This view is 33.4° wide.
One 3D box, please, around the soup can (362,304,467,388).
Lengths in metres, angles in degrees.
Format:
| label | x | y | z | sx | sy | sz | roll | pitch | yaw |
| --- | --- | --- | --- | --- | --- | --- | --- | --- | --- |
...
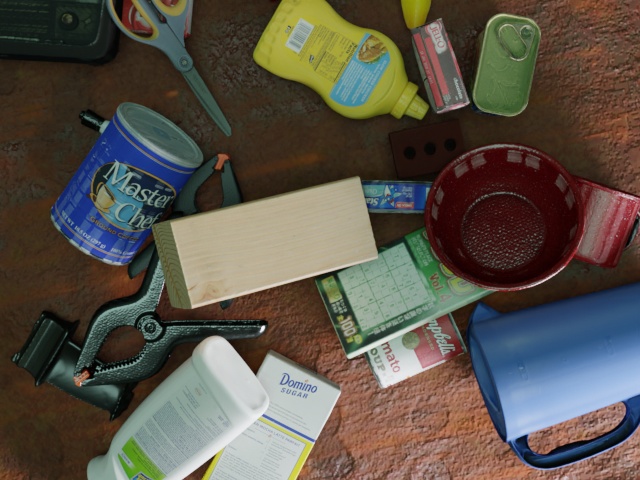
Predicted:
| label | x | y | z | sx | sy | sz | roll | pitch | yaw |
| --- | --- | --- | --- | --- | --- | --- | --- | --- | --- |
| soup can | 0.099 | 0.110 | 1.158 | 0.102 | 0.068 | 0.068 | -24 | 93 | 4 |

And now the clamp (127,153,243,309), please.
| label | x | y | z | sx | sy | sz | roll | pitch | yaw |
| --- | --- | --- | --- | --- | --- | --- | --- | --- | --- |
| clamp | -0.142 | -0.016 | 1.169 | 0.120 | 0.039 | 0.171 | 10 | 95 | -9 |

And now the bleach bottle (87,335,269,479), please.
| label | x | y | z | sx | sy | sz | roll | pitch | yaw |
| --- | --- | --- | --- | --- | --- | --- | --- | --- | --- |
| bleach bottle | -0.176 | 0.213 | 1.152 | 0.251 | 0.068 | 0.102 | -39 | 88 | 22 |

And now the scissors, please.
| label | x | y | z | sx | sy | sz | roll | pitch | yaw |
| --- | --- | --- | --- | --- | --- | --- | --- | --- | --- |
| scissors | -0.140 | -0.210 | 1.141 | 0.201 | 0.016 | 0.096 | 41 | 83 | -26 |

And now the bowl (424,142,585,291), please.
| label | x | y | z | sx | sy | sz | roll | pitch | yaw |
| --- | --- | --- | --- | --- | --- | --- | --- | --- | --- |
| bowl | 0.189 | -0.018 | 1.105 | 0.162 | 0.055 | 0.162 | -3 | 71 | 8 |

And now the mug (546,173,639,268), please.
| label | x | y | z | sx | sy | sz | roll | pitch | yaw |
| --- | --- | --- | --- | --- | --- | --- | --- | --- | --- |
| mug | 0.298 | -0.018 | 1.140 | 0.117 | 0.093 | 0.081 | 11 | 101 | -36 |

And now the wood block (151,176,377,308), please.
| label | x | y | z | sx | sy | sz | roll | pitch | yaw |
| --- | --- | --- | --- | --- | --- | --- | --- | --- | --- |
| wood block | -0.057 | 0.002 | 1.106 | 0.205 | 0.090 | 0.091 | -15 | 93 | -20 |

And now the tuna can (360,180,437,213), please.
| label | x | y | z | sx | sy | sz | roll | pitch | yaw |
| --- | --- | --- | --- | --- | --- | --- | --- | --- | --- |
| tuna can | 0.083 | -0.046 | 1.138 | 0.086 | 0.086 | 0.034 | 2 | 92 | 1 |

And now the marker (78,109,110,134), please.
| label | x | y | z | sx | sy | sz | roll | pitch | yaw |
| --- | --- | --- | --- | --- | --- | --- | --- | --- | --- |
| marker | -0.211 | -0.110 | 1.175 | 0.121 | 0.020 | 0.020 | 28 | 94 | -1 |

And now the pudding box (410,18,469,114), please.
| label | x | y | z | sx | sy | sz | roll | pitch | yaw |
| --- | --- | --- | --- | --- | --- | --- | --- | --- | --- |
| pudding box | 0.124 | -0.179 | 1.114 | 0.039 | 0.113 | 0.090 | -17 | 93 | 6 |

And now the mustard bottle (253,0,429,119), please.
| label | x | y | z | sx | sy | sz | roll | pitch | yaw |
| --- | --- | --- | --- | --- | --- | --- | --- | --- | --- |
| mustard bottle | 0.031 | -0.186 | 1.143 | 0.191 | 0.058 | 0.096 | 31 | 95 | 0 |

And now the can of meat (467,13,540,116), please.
| label | x | y | z | sx | sy | sz | roll | pitch | yaw |
| --- | --- | --- | --- | --- | --- | --- | --- | --- | --- |
| can of meat | 0.190 | -0.182 | 1.127 | 0.057 | 0.084 | 0.102 | 10 | 94 | 1 |

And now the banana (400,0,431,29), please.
| label | x | y | z | sx | sy | sz | roll | pitch | yaw |
| --- | --- | --- | --- | --- | --- | --- | --- | --- | --- |
| banana | 0.075 | -0.324 | 1.147 | 0.070 | 0.037 | 0.198 | -33 | 91 | 25 |

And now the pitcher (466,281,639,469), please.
| label | x | y | z | sx | sy | sz | roll | pitch | yaw |
| --- | --- | --- | --- | --- | --- | --- | --- | --- | --- |
| pitcher | 0.286 | 0.128 | 1.125 | 0.243 | 0.145 | 0.149 | -16 | 125 | 0 |

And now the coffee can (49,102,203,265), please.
| label | x | y | z | sx | sy | sz | roll | pitch | yaw |
| --- | --- | --- | --- | --- | --- | --- | --- | --- | --- |
| coffee can | -0.204 | -0.059 | 1.123 | 0.103 | 0.102 | 0.140 | 37 | 107 | -1 |

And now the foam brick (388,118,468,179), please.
| label | x | y | z | sx | sy | sz | roll | pitch | yaw |
| --- | --- | --- | --- | --- | --- | --- | --- | --- | --- |
| foam brick | 0.116 | -0.098 | 1.150 | 0.078 | 0.051 | 0.053 | -12 | 94 | 2 |

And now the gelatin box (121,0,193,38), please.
| label | x | y | z | sx | sy | sz | roll | pitch | yaw |
| --- | --- | --- | --- | --- | --- | --- | --- | --- | --- |
| gelatin box | -0.175 | -0.268 | 1.158 | 0.073 | 0.030 | 0.089 | 6 | 94 | 1 |

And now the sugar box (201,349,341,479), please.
| label | x | y | z | sx | sy | sz | roll | pitch | yaw |
| --- | --- | --- | --- | --- | --- | --- | --- | --- | --- |
| sugar box | -0.057 | 0.219 | 1.181 | 0.093 | 0.048 | 0.176 | 28 | 90 | -1 |

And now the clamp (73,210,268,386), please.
| label | x | y | z | sx | sy | sz | roll | pitch | yaw |
| --- | --- | --- | --- | --- | --- | --- | --- | --- | --- |
| clamp | -0.172 | 0.094 | 1.150 | 0.210 | 0.036 | 0.164 | -43 | 100 | 1 |
